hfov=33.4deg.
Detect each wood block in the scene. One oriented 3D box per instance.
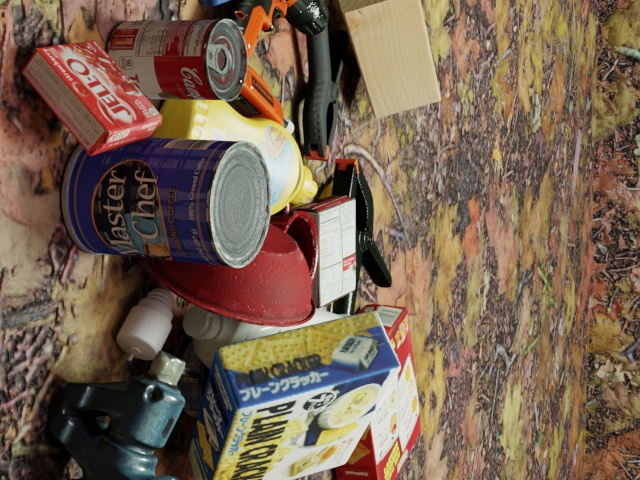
[{"bbox_3d":[0.082,-0.252,1.296,0.206,0.091,0.090,65,13,-58],"label":"wood block"}]

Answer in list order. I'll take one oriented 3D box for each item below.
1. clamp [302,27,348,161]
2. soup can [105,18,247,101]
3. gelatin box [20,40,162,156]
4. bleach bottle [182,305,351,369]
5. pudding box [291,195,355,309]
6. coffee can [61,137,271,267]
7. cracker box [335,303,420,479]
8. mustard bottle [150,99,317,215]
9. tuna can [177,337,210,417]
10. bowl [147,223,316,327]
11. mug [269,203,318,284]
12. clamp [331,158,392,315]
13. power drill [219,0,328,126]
[{"bbox_3d":[0.000,-0.182,1.245,0.120,0.039,0.171,26,68,-66],"label":"clamp"},{"bbox_3d":[-0.122,-0.153,0.907,0.068,0.102,0.068,5,90,-65],"label":"soup can"},{"bbox_3d":[-0.175,-0.112,0.826,0.089,0.030,0.073,49,29,6],"label":"gelatin box"},{"bbox_3d":[-0.042,0.099,1.061,0.250,0.068,0.102,27,88,-52],"label":"bleach bottle"},{"bbox_3d":[0.004,0.012,1.180,0.089,0.039,0.113,-21,113,-59],"label":"pudding box"},{"bbox_3d":[-0.125,-0.034,0.877,0.102,0.140,0.103,5,90,-66],"label":"coffee can"},{"bbox_3d":[0.069,0.216,1.433,0.164,0.072,0.214,-50,139,-51],"label":"cracker box"},{"bbox_3d":[-0.072,-0.073,1.015,0.191,0.058,0.096,19,84,-45],"label":"mustard bottle"},{"bbox_3d":[-0.111,0.136,1.067,0.086,0.034,0.086,5,90,-65],"label":"tuna can"},{"bbox_3d":[-0.072,0.016,0.968,0.161,0.162,0.055,-18,131,-64],"label":"bowl"},{"bbox_3d":[-0.057,0.001,1.102,0.093,0.082,0.117,-19,112,-63],"label":"mug"},{"bbox_3d":[0.038,0.007,1.274,0.164,0.036,0.210,-54,140,-52],"label":"clamp"},{"bbox_3d":[-0.058,-0.206,1.071,0.184,0.057,0.187,37,55,-50],"label":"power drill"}]
